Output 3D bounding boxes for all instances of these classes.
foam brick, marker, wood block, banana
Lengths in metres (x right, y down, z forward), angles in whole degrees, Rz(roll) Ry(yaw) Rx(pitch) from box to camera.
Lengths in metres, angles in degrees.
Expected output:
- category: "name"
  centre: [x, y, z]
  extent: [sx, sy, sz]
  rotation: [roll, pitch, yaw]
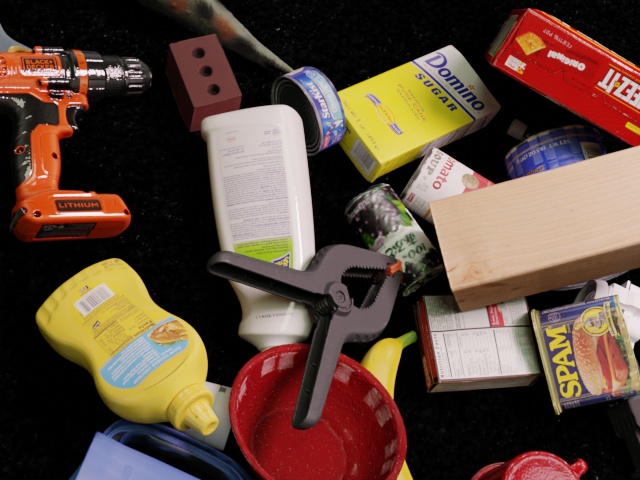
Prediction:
- category: "foam brick"
  centre: [-0.119, -0.158, 1.078]
  extent: [0.053, 0.051, 0.078]
  rotation: [-17, 72, -20]
- category: "marker"
  centre: [0.260, -0.096, 1.164]
  extent: [0.121, 0.020, 0.020]
  rotation: [29, 63, 0]
- category: "wood block"
  centre: [0.215, -0.009, 0.983]
  extent: [0.206, 0.090, 0.091]
  rotation: [-15, 70, 9]
- category: "banana"
  centre: [0.064, 0.171, 0.983]
  extent: [0.069, 0.037, 0.198]
  rotation: [5, 65, -11]

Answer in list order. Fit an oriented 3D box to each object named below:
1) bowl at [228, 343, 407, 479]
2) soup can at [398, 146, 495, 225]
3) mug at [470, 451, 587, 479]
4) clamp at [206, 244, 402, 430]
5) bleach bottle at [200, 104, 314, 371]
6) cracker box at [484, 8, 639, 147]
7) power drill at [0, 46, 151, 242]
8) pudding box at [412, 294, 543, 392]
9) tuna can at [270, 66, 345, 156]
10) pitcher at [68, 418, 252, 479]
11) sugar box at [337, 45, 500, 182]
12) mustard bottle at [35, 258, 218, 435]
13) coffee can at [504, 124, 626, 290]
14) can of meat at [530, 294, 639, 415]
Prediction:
- category: "bowl"
  centre: [-0.010, 0.170, 0.924]
  extent: [0.162, 0.055, 0.162]
  rotation: [14, 45, -15]
- category: "soup can"
  centre: [0.138, -0.042, 1.082]
  extent: [0.102, 0.069, 0.068]
  rotation: [32, 63, 2]
- category: "mug"
  centre: [0.195, 0.232, 0.964]
  extent: [0.117, 0.082, 0.093]
  rotation: [-25, 75, -23]
- category: "clamp"
  centre: [-0.001, 0.050, 0.949]
  extent: [0.209, 0.036, 0.164]
  rotation: [-35, 93, -46]
- category: "bleach bottle"
  centre: [-0.057, 0.001, 1.011]
  extent: [0.103, 0.068, 0.251]
  rotation: [-9, 73, 14]
- category: "cracker box"
  centre: [0.259, -0.173, 1.098]
  extent: [0.164, 0.213, 0.072]
  rotation: [30, 103, 0]
- category: "power drill"
  centre: [-0.234, -0.095, 1.009]
  extent: [0.184, 0.057, 0.188]
  rotation: [-5, 69, -28]
- category: "pudding box"
  centre: [0.152, 0.098, 1.039]
  extent: [0.113, 0.039, 0.090]
  rotation: [-2, 67, -13]
- category: "tuna can"
  centre: [-0.012, -0.130, 1.074]
  extent: [0.033, 0.086, 0.086]
  rotation: [-28, 76, -25]
- category: "pitcher"
  centre: [-0.098, 0.250, 0.863]
  extent: [0.242, 0.145, 0.149]
  rotation: [23, 86, -7]
- category: "sugar box"
  centre: [0.096, -0.136, 1.117]
  extent: [0.176, 0.048, 0.093]
  rotation: [-28, 76, -28]
- category: "mustard bottle"
  centre: [-0.153, 0.100, 0.912]
  extent: [0.096, 0.058, 0.192]
  rotation: [-36, 56, -24]
- category: "coffee can"
  centre: [0.255, -0.032, 1.087]
  extent: [0.102, 0.103, 0.140]
  rotation: [-6, 68, -17]
- category: "can of meat"
  centre: [0.254, 0.107, 1.020]
  extent: [0.084, 0.057, 0.102]
  rotation: [-14, 88, 14]
